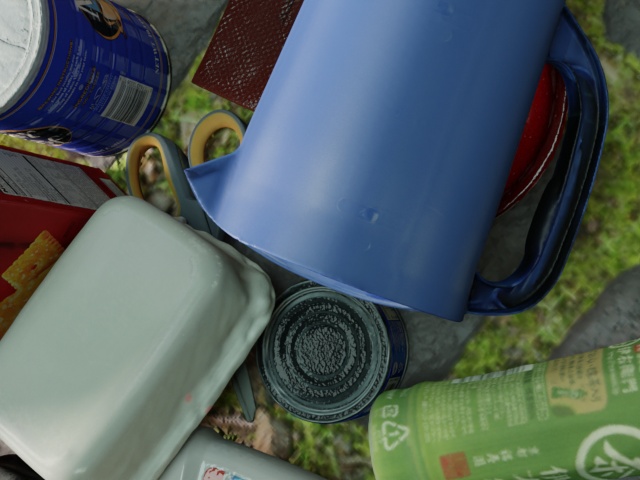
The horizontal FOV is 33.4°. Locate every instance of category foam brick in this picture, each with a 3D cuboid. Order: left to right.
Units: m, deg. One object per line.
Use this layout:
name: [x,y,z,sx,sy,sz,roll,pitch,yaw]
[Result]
foam brick: [-0.030,-0.115,0.641,0.053,0.051,0.078,29,97,20]

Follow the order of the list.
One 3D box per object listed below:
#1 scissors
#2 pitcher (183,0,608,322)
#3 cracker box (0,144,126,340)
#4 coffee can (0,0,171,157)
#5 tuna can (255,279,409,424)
scissors: [-0.054,0.001,0.643,0.096,0.016,0.202,-39,63,8]
pitcher: [0.057,-0.087,0.513,0.145,0.149,0.243,22,91,37]
cracker box: [-0.211,0.027,0.615,0.072,0.213,0.164,41,101,19]
coffee can: [-0.169,-0.110,0.647,0.103,0.140,0.103,-2,86,21]
tuna can: [0.006,0.064,0.623,0.086,0.033,0.086,-2,86,21]
